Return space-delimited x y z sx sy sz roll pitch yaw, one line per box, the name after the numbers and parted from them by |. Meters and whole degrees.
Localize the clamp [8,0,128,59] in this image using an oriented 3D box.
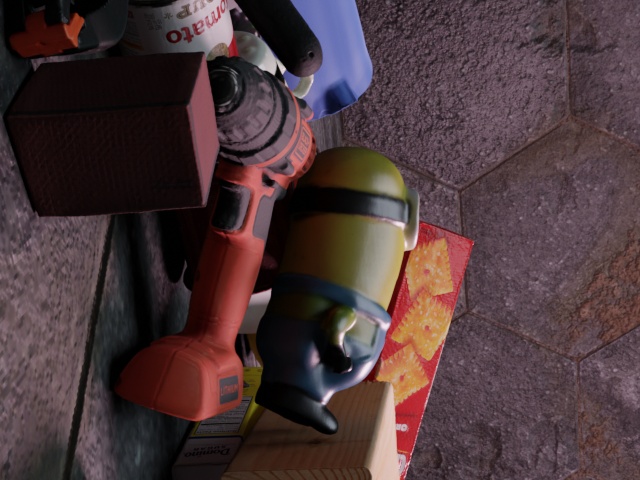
-0.108 -0.140 0.511 0.120 0.039 0.171 52 35 -49 | clamp

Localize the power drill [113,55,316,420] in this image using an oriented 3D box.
-0.054 0.001 0.584 0.184 0.057 0.187 27 81 -80 | power drill

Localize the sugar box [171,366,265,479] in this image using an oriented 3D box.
-0.062 0.162 0.757 0.176 0.048 0.093 -79 164 -76 | sugar box

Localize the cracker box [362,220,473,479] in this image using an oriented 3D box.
0.028 0.083 0.911 0.164 0.072 0.214 13 -95 58 | cracker box

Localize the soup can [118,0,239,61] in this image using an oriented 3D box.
-0.084 -0.118 0.628 0.102 0.068 0.068 80 7 -47 | soup can

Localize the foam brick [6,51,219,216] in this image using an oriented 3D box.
-0.088 -0.047 0.469 0.051 0.078 0.053 -88 174 -55 | foam brick

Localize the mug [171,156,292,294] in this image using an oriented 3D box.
-0.062 -0.022 0.737 0.117 0.093 0.081 -139 -148 -60 | mug

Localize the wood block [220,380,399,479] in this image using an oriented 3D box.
0.001 0.162 0.710 0.206 0.091 0.090 -39 125 -80 | wood block

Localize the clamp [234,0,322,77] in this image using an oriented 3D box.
-0.072 -0.191 0.639 0.165 0.036 0.210 25 -39 48 | clamp
